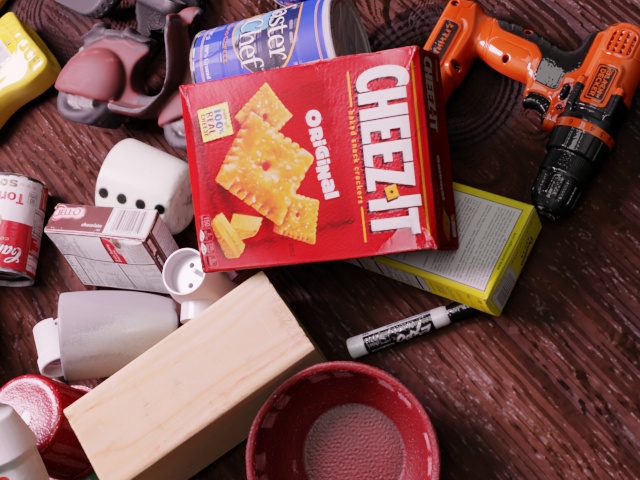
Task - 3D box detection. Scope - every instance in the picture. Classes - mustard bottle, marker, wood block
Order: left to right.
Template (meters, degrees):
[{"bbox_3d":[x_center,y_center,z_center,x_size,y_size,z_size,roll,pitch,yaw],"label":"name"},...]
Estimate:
[{"bbox_3d":[-0.375,-0.152,1.155,0.191,0.058,0.096,-42,65,4],"label":"mustard bottle"},{"bbox_3d":[-0.101,0.130,0.924,0.206,0.090,0.090,-35,66,-1],"label":"wood block"},{"bbox_3d":[0.081,0.075,0.926,0.121,0.020,0.020,-21,67,14],"label":"marker"}]

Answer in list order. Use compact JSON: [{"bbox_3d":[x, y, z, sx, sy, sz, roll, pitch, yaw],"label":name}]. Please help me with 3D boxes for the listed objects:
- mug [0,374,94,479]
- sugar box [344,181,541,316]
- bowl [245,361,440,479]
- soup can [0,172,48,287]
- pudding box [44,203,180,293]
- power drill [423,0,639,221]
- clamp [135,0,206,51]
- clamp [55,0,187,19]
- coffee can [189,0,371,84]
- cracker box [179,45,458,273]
[{"bbox_3d":[-0.260,0.175,0.975,0.117,0.081,0.093,-28,63,9],"label":"mug"},{"bbox_3d":[0.091,-0.007,0.926,0.176,0.048,0.093,20,73,32],"label":"sugar box"},{"bbox_3d":[0.022,0.181,0.885,0.162,0.055,0.162,-2,84,14],"label":"bowl"},{"bbox_3d":[-0.317,-0.010,1.082,0.069,0.068,0.102,-2,72,21],"label":"soup can"},{"bbox_3d":[-0.192,0.008,1.012,0.114,0.090,0.039,6,55,23],"label":"pudding box"},{"bbox_3d":[0.174,-0.125,0.935,0.188,0.057,0.184,24,80,23],"label":"power drill"},{"bbox_3d":[-0.169,-0.215,1.107,0.120,0.039,0.171,-2,75,16],"label":"clamp"},{"bbox_3d":[-0.209,-0.278,1.105,0.210,0.036,0.164,-21,72,40],"label":"clamp"},{"bbox_3d":[-0.034,-0.161,0.982,0.140,0.102,0.103,-11,69,23],"label":"coffee can"},{"bbox_3d":[-0.004,-0.063,0.888,0.214,0.072,0.164,-6,90,22],"label":"cracker box"}]
